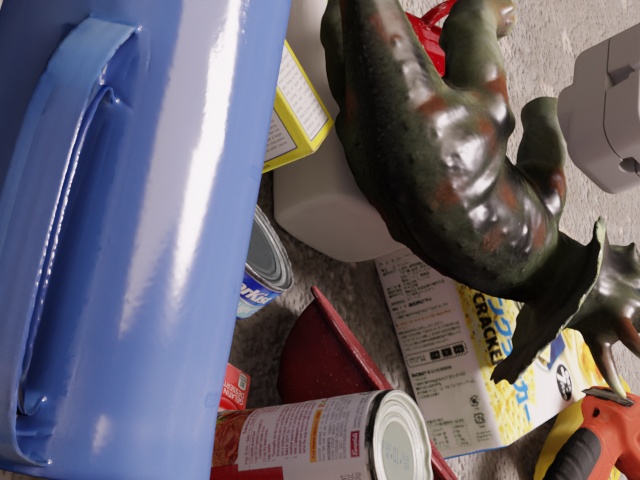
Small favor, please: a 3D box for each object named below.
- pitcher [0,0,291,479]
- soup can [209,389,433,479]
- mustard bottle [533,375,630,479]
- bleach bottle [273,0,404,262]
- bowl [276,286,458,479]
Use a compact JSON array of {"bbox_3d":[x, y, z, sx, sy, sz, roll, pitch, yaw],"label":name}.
[{"bbox_3d":[-0.084,-0.029,0.421,0.144,0.149,0.243,16,85,-42],"label":"pitcher"},{"bbox_3d":[-0.002,0.114,0.538,0.068,0.102,0.068,32,52,-53],"label":"soup can"},{"bbox_3d":[0.241,0.174,0.946,0.191,0.058,0.096,-47,123,-54],"label":"mustard bottle"},{"bbox_3d":[0.011,-0.117,0.757,0.102,0.068,0.251,30,50,-47],"label":"bleach bottle"},{"bbox_3d":[0.022,0.107,0.633,0.162,0.055,0.162,54,0,-1],"label":"bowl"}]
